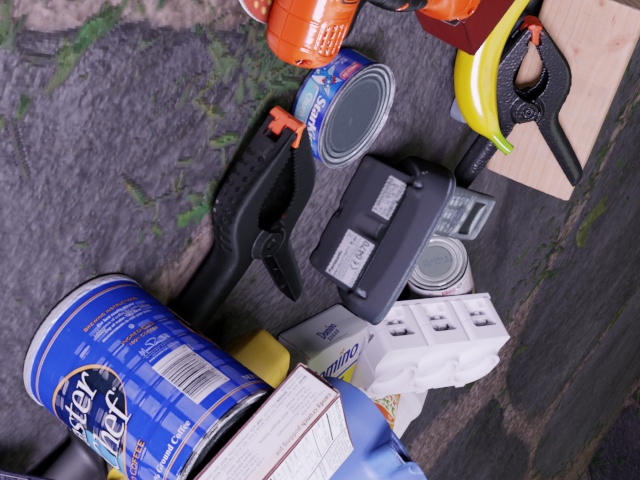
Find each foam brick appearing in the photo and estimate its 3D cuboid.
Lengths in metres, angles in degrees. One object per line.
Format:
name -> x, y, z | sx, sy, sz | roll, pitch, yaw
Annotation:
foam brick -> 0.117, -0.195, 0.833 | 0.078, 0.053, 0.051 | -52, 154, -8

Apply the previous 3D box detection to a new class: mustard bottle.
mustard bottle -> -0.097, 0.143, 0.791 | 0.096, 0.058, 0.191 | -49, 176, 36

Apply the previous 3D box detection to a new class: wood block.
wood block -> 0.240, -0.156, 1.025 | 0.090, 0.090, 0.206 | -50, 159, -50

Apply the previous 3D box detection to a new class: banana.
banana -> 0.157, -0.175, 0.915 | 0.037, 0.069, 0.198 | -91, -167, -68

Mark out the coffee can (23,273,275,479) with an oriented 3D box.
coffee can -> -0.105, 0.100, 0.684 | 0.102, 0.140, 0.103 | -41, 150, -30

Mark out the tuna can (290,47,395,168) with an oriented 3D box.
tuna can -> 0.016, -0.098, 0.790 | 0.086, 0.034, 0.086 | -41, 150, -30

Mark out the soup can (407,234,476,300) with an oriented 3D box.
soup can -> 0.123, 0.042, 1.098 | 0.068, 0.069, 0.102 | -50, 153, -13

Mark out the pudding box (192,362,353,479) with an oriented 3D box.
pudding box -> -0.030, 0.141, 0.654 | 0.113, 0.039, 0.090 | -48, 153, -21

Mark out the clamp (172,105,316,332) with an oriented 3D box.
clamp -> -0.055, 0.001, 0.778 | 0.164, 0.036, 0.210 | -33, 150, -40

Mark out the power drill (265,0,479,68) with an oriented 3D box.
power drill -> 0.053, -0.201, 0.665 | 0.187, 0.057, 0.185 | -18, 139, -50

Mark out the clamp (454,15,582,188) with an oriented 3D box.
clamp -> 0.196, -0.117, 0.976 | 0.120, 0.039, 0.171 | 3, 124, -11

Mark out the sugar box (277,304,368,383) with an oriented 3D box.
sugar box -> -0.016, 0.154, 1.010 | 0.093, 0.048, 0.176 | -24, 141, -48
